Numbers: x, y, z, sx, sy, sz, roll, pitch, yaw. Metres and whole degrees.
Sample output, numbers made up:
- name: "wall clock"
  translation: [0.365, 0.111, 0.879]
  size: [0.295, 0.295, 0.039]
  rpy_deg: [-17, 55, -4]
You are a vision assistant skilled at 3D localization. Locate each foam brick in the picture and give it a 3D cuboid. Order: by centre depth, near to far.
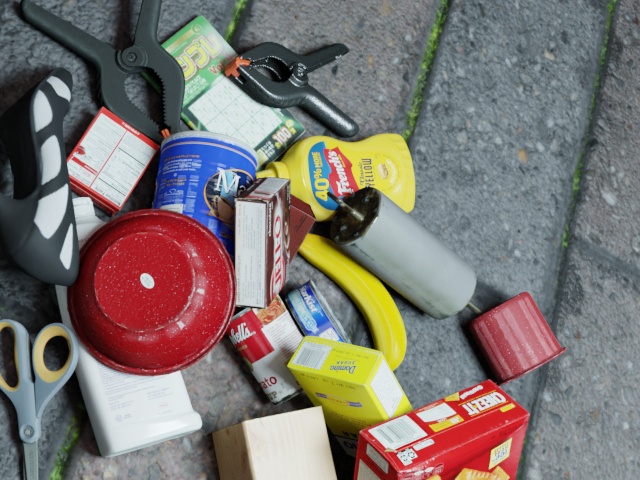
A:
- name: "foam brick"
  translation: [-0.048, -0.010, 1.135]
  size: [0.053, 0.051, 0.078]
  rpy_deg: [29, 101, -16]

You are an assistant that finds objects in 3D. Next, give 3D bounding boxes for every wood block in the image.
- name: "wood block"
  translation: [-0.034, 0.278, 1.049]
  size: [0.090, 0.090, 0.206]
  rpy_deg: [-6, 77, -29]

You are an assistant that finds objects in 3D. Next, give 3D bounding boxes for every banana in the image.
- name: "banana"
  translation: [0.043, 0.066, 1.186]
  size: [0.069, 0.037, 0.198]
  rpy_deg: [-30, 89, -33]

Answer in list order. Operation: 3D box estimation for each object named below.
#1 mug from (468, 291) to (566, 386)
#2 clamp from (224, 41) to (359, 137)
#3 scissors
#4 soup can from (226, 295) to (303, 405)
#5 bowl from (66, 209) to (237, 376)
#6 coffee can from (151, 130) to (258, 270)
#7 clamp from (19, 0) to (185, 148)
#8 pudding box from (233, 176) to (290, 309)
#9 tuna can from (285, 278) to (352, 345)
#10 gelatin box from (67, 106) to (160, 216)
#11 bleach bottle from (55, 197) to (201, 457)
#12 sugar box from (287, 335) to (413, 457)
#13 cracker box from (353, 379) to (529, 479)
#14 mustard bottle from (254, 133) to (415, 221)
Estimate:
- name: "mug"
  translation: [0.229, 0.110, 1.245]
  size: [0.081, 0.093, 0.117]
  rpy_deg: [61, 28, 7]
- name: "clamp"
  translation: [-0.027, -0.193, 1.225]
  size: [0.171, 0.039, 0.120]
  rpy_deg: [17, 55, -31]
- name: "scissors"
  translation: [-0.254, 0.165, 0.992]
  size: [0.096, 0.016, 0.202]
  rpy_deg: [-20, 81, 5]
- name: "soup can"
  translation: [-0.048, 0.110, 1.107]
  size: [0.068, 0.069, 0.102]
  rpy_deg: [-34, 92, -31]
- name: "bowl"
  translation: [-0.159, 0.043, 0.986]
  size: [0.162, 0.055, 0.162]
  rpy_deg: [0, 77, -1]
- name: "coffee can"
  translation: [-0.123, -0.027, 1.092]
  size: [0.102, 0.103, 0.140]
  rpy_deg: [15, 68, -22]
- name: "clamp"
  translation: [-0.196, -0.199, 1.134]
  size: [0.164, 0.036, 0.210]
  rpy_deg: [-32, 92, -13]
- name: "pudding box"
  translation: [-0.057, 0.001, 1.059]
  size: [0.039, 0.090, 0.113]
  rpy_deg: [3, 108, 11]
- name: "tuna can"
  translation: [-0.002, 0.085, 1.128]
  size: [0.034, 0.086, 0.086]
  rpy_deg: [-32, 90, 2]
- name: "gelatin box"
  translation: [-0.220, -0.081, 1.102]
  size: [0.073, 0.030, 0.089]
  rpy_deg: [34, 65, -14]
- name: "bleach bottle"
  translation: [-0.199, 0.077, 1.044]
  size: [0.102, 0.068, 0.251]
  rpy_deg: [-12, 78, -26]
- name: "sugar box"
  translation: [0.042, 0.168, 1.072]
  size: [0.048, 0.093, 0.176]
  rpy_deg: [-58, 140, -30]
- name: "cracker box"
  translation: [0.113, 0.262, 1.067]
  size: [0.163, 0.072, 0.214]
  rpy_deg: [-16, 127, -30]
- name: "mustard bottle"
  translation: [0.012, -0.070, 1.201]
  size: [0.191, 0.058, 0.096]
  rpy_deg: [-4, 84, -28]
